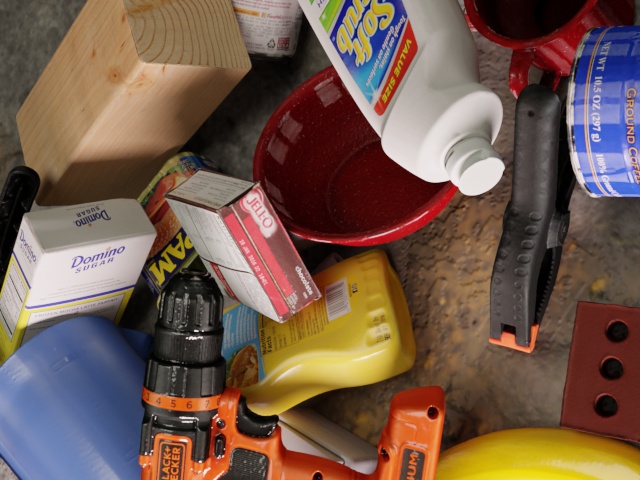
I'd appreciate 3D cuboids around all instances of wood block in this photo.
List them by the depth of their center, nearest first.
[{"bbox_3d":[-0.150,-0.113,0.817,0.206,0.090,0.090,-40,61,47],"label":"wood block"}]

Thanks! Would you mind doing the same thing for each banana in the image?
[{"bbox_3d":[0.145,0.149,0.655,0.198,0.037,0.069,8,85,34],"label":"banana"}]

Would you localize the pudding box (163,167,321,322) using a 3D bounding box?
[{"bbox_3d":[-0.055,0.001,0.722,0.039,0.090,0.114,-35,22,-19],"label":"pudding box"}]

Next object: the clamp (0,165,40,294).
[{"bbox_3d":[-0.270,0.019,0.875,0.164,0.036,0.210,-68,14,-5],"label":"clamp"}]

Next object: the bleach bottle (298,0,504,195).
[{"bbox_3d":[0.056,-0.130,0.685,0.103,0.068,0.251,-49,45,27],"label":"bleach bottle"}]

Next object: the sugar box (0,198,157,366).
[{"bbox_3d":[-0.196,0.043,0.821,0.048,0.093,0.176,55,137,28],"label":"sugar box"}]

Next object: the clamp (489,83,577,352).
[{"bbox_3d":[0.139,-0.019,0.666,0.039,0.120,0.171,20,113,30],"label":"clamp"}]

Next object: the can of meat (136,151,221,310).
[{"bbox_3d":[-0.103,-0.006,0.831,0.102,0.057,0.084,-48,58,17],"label":"can of meat"}]

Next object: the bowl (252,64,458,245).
[{"bbox_3d":[0.037,-0.053,0.729,0.162,0.055,0.162,-12,53,16],"label":"bowl"}]

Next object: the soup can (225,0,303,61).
[{"bbox_3d":[-0.044,-0.192,0.804,0.069,0.068,0.102,22,110,34],"label":"soup can"}]

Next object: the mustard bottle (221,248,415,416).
[{"bbox_3d":[-0.033,0.077,0.736,0.192,0.058,0.096,-21,41,13],"label":"mustard bottle"}]

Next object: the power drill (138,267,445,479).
[{"bbox_3d":[-0.020,0.116,0.662,0.188,0.057,0.184,7,100,6],"label":"power drill"}]

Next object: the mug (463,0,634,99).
[{"bbox_3d":[0.147,-0.142,0.677,0.093,0.081,0.117,10,86,34],"label":"mug"}]

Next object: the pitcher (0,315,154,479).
[{"bbox_3d":[-0.143,0.184,0.776,0.243,0.144,0.149,43,104,28],"label":"pitcher"}]
